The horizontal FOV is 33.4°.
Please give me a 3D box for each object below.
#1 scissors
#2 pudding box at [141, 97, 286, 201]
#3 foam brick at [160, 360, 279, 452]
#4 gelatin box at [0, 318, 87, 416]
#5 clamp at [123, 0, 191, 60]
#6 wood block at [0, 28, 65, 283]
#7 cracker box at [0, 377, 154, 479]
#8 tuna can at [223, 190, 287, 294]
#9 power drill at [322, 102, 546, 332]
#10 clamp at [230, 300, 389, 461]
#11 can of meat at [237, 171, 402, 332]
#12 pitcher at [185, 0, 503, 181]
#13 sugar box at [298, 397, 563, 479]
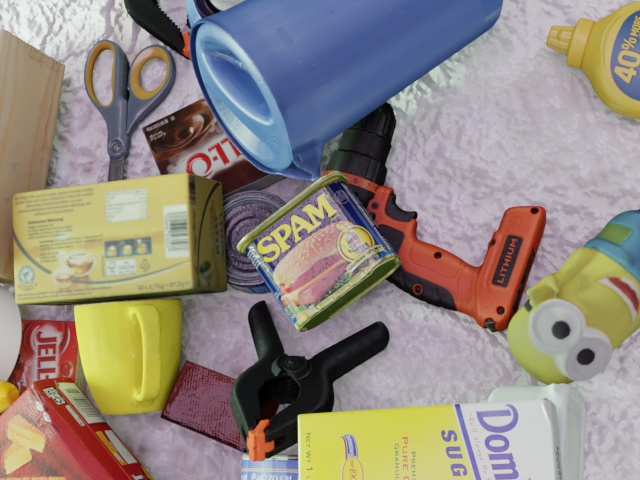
[{"bbox_3d":[-0.167,-0.095,0.969,0.096,0.016,0.202,-16,74,8],"label":"scissors"},{"bbox_3d":[-0.088,-0.079,0.935,0.113,0.039,0.090,-25,74,6],"label":"pudding box"},{"bbox_3d":[-0.080,0.137,0.875,0.078,0.053,0.051,19,82,15],"label":"foam brick"},{"bbox_3d":[-0.241,0.113,0.928,0.073,0.030,0.089,1,78,12],"label":"gelatin box"},{"bbox_3d":[-0.156,-0.260,0.995,0.164,0.036,0.210,-14,75,9],"label":"clamp"},{"bbox_3d":[-0.303,-0.072,0.946,0.091,0.090,0.206,0,76,27],"label":"wood block"},{"bbox_3d":[-0.238,0.241,0.859,0.214,0.072,0.164,-45,75,7],"label":"cracker box"},{"bbox_3d":[-0.056,0.001,0.912,0.086,0.033,0.086,-3,76,12],"label":"tuna can"},{"bbox_3d":[0.084,-0.015,0.874,0.188,0.057,0.184,16,85,19],"label":"power drill"},{"bbox_3d":[-0.012,0.106,0.833,0.120,0.039,0.171,-1,35,10],"label":"clamp"},{"bbox_3d":[0.000,0.011,0.833,0.102,0.057,0.084,-37,76,9],"label":"can of meat"},{"bbox_3d":[0.020,-0.174,0.854,0.242,0.149,0.145,-33,44,-21],"label":"pitcher"},{"bbox_3d":[0.074,0.160,0.725,0.176,0.048,0.093,-8,72,19],"label":"sugar box"}]
